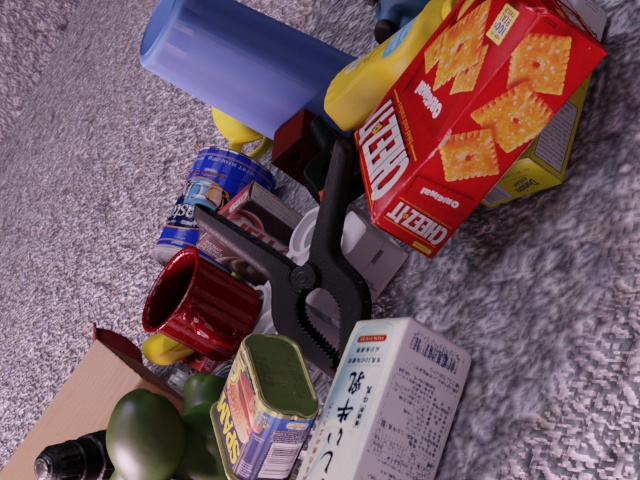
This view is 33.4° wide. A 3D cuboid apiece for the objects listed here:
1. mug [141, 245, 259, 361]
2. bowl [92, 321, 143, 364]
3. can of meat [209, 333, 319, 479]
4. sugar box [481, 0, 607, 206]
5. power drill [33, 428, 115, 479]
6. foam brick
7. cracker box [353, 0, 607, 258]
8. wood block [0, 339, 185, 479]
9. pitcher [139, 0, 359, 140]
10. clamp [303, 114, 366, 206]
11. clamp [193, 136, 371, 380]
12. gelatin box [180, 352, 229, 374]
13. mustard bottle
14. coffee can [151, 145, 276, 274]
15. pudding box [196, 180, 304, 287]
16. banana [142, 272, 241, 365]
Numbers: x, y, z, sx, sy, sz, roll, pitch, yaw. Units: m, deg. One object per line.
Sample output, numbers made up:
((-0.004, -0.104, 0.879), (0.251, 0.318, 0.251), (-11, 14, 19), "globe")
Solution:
((-0.109, 0.068, 1.019), (0.093, 0.081, 0.117), (-56, 26, 5), "mug")
((-0.236, 0.174, 1.248), (0.162, 0.055, 0.162), (177, 90, -77), "bowl")
((-0.044, 0.137, 0.863), (0.102, 0.057, 0.084), (-114, 39, -50), "can of meat")
((0.181, -0.120, 0.905), (0.094, 0.048, 0.176), (-18, 44, 56), "sugar box")
((-0.213, 0.264, 1.020), (0.057, 0.184, 0.188), (31, 107, 35), "power drill")
((-0.008, -0.095, 1.165), (0.053, 0.078, 0.051), (-36, 32, 37), "foam brick")
((0.118, -0.117, 0.871), (0.214, 0.072, 0.164), (-51, 22, 24), "cracker box")
((-0.239, 0.219, 1.090), (0.091, 0.090, 0.206), (30, 82, 40), "wood block")
((-0.080, -0.190, 1.206), (0.149, 0.242, 0.145), (-57, 25, 19), "pitcher")
((0.038, -0.086, 1.055), (0.120, 0.039, 0.171), (-16, 34, 19), "clamp")
((-0.021, 0.030, 0.949), (0.165, 0.036, 0.210), (-16, 88, 22), "clamp")
((-0.125, 0.112, 1.198), (0.073, 0.030, 0.089), (-62, 26, -7), "gelatin box")
((0.087, -0.175, 0.996), (0.192, 0.058, 0.096), (-31, 13, 49), "mustard bottle")
((-0.125, -0.026, 1.265), (0.103, 0.102, 0.140), (-10, 53, 57), "coffee can")
((-0.057, 0.001, 1.106), (0.090, 0.113, 0.039), (-39, 29, 34), "pudding box")
((-0.146, 0.100, 1.176), (0.198, 0.037, 0.069), (-36, 16, 38), "banana")
